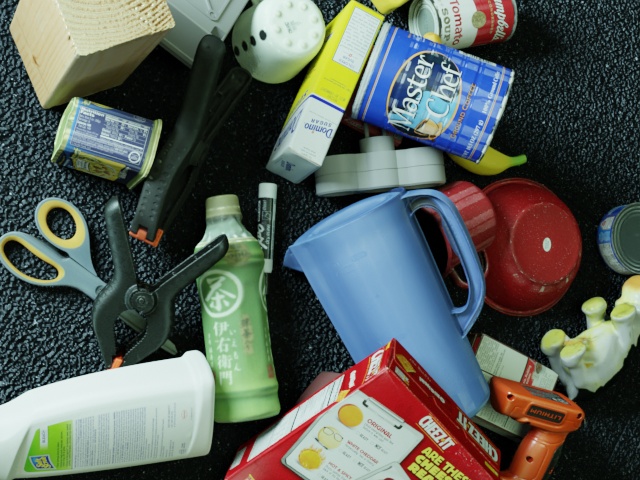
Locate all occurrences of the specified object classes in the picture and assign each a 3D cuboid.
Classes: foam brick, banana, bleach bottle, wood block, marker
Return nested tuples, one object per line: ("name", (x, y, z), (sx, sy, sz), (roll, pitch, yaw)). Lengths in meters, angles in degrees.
("foam brick", (0.020, 0.180, 1.101), (0.051, 0.053, 0.078), (-45, 102, -19))
("banana", (0.152, -0.136, 1.179), (0.069, 0.037, 0.197), (-49, 119, -15))
("bleach bottle", (-0.227, 0.167, 0.985), (0.250, 0.068, 0.103), (-4, 116, -21))
("wood block", (-0.211, -0.193, 0.957), (0.090, 0.206, 0.091), (-23, 94, -23))
("marker", (-0.057, 0.001, 1.104), (0.020, 0.020, 0.121), (5, 83, -22))

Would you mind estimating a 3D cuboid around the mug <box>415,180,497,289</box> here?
("mug", (0.141, -0.004, 1.145), (0.081, 0.093, 0.117), (-27, 82, -31))

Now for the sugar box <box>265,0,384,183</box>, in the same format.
("sugar box", (0.003, -0.152, 1.103), (0.048, 0.093, 0.176), (28, 75, -11))

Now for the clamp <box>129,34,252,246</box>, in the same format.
("clamp", (-0.126, -0.095, 1.046), (0.036, 0.164, 0.210), (26, 98, 7))

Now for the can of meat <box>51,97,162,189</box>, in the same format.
("can of meat", (-0.204, -0.092, 1.009), (0.083, 0.102, 0.057), (16, 77, -18))

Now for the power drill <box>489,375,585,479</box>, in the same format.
("power drill", (0.188, 0.243, 1.138), (0.184, 0.057, 0.188), (15, 101, -20))

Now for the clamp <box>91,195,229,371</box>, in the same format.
("clamp", (-0.159, 0.050, 1.015), (0.120, 0.039, 0.171), (13, 106, -5))

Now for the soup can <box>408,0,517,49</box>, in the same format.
("soup can", (0.158, -0.248, 1.190), (0.102, 0.069, 0.068), (-14, 90, -22))

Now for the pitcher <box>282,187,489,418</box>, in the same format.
("pitcher", (0.085, 0.072, 1.087), (0.144, 0.149, 0.243), (-30, 97, -27))

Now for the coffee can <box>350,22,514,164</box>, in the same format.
("coffee can", (0.113, -0.150, 1.088), (0.140, 0.103, 0.103), (21, 77, 1))

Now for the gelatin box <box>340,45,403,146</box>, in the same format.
("gelatin box", (0.066, -0.156, 1.163), (0.073, 0.030, 0.089), (26, 75, -18))

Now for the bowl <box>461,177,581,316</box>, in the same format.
("bowl", (0.239, 0.005, 1.207), (0.161, 0.055, 0.162), (2, 85, -23))

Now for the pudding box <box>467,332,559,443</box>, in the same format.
("pudding box", (0.200, 0.165, 1.185), (0.113, 0.039, 0.090), (27, 78, -16))

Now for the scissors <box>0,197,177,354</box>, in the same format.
("scissors", (-0.213, 0.030, 1.039), (0.201, 0.016, 0.096), (26, 76, -18))

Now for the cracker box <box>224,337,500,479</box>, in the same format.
("cracker box", (0.041, 0.218, 1.034), (0.214, 0.072, 0.164), (-38, 103, 22))
